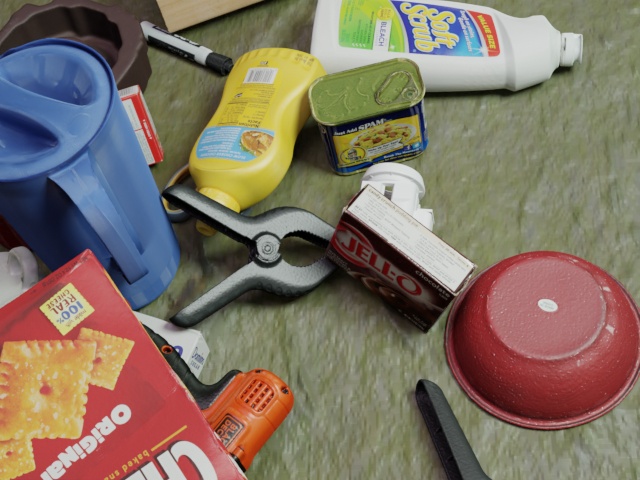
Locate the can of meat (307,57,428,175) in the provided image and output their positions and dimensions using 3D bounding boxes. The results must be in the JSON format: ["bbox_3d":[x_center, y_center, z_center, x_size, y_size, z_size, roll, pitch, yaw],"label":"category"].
[{"bbox_3d":[0.046,-0.110,0.970,0.102,0.084,0.057,-14,56,3],"label":"can of meat"}]

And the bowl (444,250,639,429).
[{"bbox_3d":[0.179,0.066,0.851,0.162,0.055,0.162,-5,57,8],"label":"bowl"}]

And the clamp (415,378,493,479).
[{"bbox_3d":[0.101,0.205,0.770,0.210,0.036,0.164,39,50,25],"label":"clamp"}]

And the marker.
[{"bbox_3d":[-0.139,-0.198,1.102,0.121,0.020,0.020,27,67,25],"label":"marker"}]

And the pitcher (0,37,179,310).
[{"bbox_3d":[-0.192,-0.032,0.874,0.145,0.243,0.149,3,59,13],"label":"pitcher"}]

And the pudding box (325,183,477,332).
[{"bbox_3d":[0.063,0.016,0.867,0.113,0.090,0.039,36,66,7],"label":"pudding box"}]

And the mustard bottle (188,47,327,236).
[{"bbox_3d":[-0.067,-0.087,0.973,0.096,0.058,0.191,7,60,30],"label":"mustard bottle"}]

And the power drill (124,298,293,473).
[{"bbox_3d":[-0.141,0.138,0.820,0.188,0.057,0.184,35,67,16],"label":"power drill"}]

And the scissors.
[{"bbox_3d":[-0.070,-0.087,1.020,0.096,0.016,0.201,32,69,25],"label":"scissors"}]

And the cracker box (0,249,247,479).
[{"bbox_3d":[-0.170,0.139,0.750,0.164,0.072,0.214,-34,70,-9],"label":"cracker box"}]

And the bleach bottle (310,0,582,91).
[{"bbox_3d":[0.121,-0.190,1.020,0.251,0.068,0.102,2,59,10],"label":"bleach bottle"}]

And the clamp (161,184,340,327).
[{"bbox_3d":[-0.056,0.001,0.911,0.171,0.039,0.120,-11,88,-20],"label":"clamp"}]
